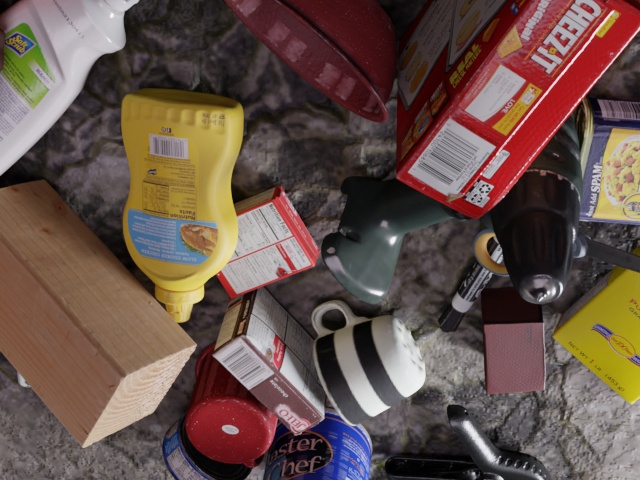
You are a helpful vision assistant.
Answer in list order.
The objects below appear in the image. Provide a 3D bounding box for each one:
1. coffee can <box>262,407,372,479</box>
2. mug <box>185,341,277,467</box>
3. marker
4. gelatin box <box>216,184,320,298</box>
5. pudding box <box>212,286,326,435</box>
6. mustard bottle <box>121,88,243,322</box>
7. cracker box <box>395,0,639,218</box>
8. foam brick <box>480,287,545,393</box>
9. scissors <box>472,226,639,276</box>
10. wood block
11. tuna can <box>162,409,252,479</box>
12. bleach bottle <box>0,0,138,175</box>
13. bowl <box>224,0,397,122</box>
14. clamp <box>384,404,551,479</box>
[{"bbox_3d":[-0.006,0.240,0.998,0.103,0.140,0.103,3,122,5],"label":"coffee can"},{"bbox_3d":[-0.076,0.161,0.991,0.093,0.081,0.117,-8,120,12],"label":"mug"},{"bbox_3d":[0.135,0.034,0.924,0.020,0.020,0.121,23,122,-8],"label":"marker"},{"bbox_3d":[-0.056,0.001,0.921,0.089,0.030,0.073,-22,116,20],"label":"gelatin box"},{"bbox_3d":[-0.039,0.103,0.947,0.039,0.090,0.113,-32,112,22],"label":"pudding box"},{"bbox_3d":[-0.114,-0.024,0.871,0.096,0.058,0.192,9,110,15],"label":"mustard bottle"},{"bbox_3d":[0.121,-0.137,0.704,0.072,0.213,0.164,28,121,-13],"label":"cracker box"},{"bbox_3d":[0.169,0.088,0.934,0.053,0.051,0.078,-3,122,7],"label":"foam brick"},{"bbox_3d":[0.189,0.015,0.833,0.202,0.016,0.096,38,134,33],"label":"scissors"},{"bbox_3d":[-0.214,0.055,0.882,0.206,0.090,0.091,45,122,16],"label":"wood block"},{"bbox_3d":[-0.108,0.202,1.019,0.086,0.086,0.034,36,121,-15],"label":"tuna can"},{"bbox_3d":[-0.236,-0.124,0.846,0.251,0.068,0.102,-33,109,22],"label":"bleach bottle"},{"bbox_3d":[0.001,-0.156,0.765,0.162,0.162,0.055,40,87,-17],"label":"bowl"},{"bbox_3d":[0.160,0.214,1.018,0.171,0.039,0.120,18,138,-11],"label":"clamp"}]
